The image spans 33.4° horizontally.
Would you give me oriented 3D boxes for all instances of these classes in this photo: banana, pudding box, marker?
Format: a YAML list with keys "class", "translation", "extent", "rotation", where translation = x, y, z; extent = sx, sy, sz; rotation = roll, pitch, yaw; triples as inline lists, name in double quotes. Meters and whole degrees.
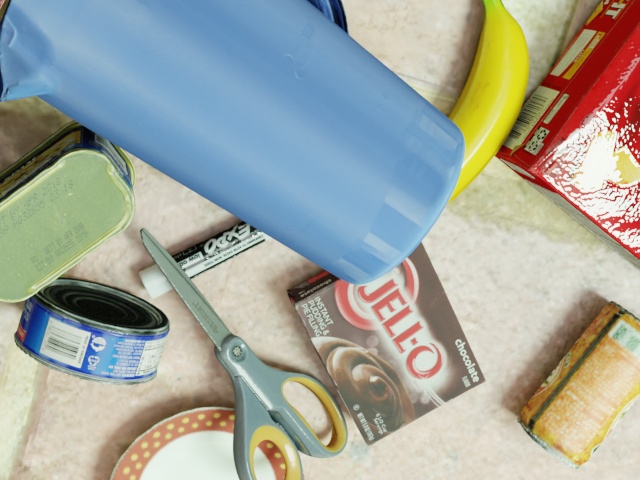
- class: "banana"
  translation: [0.074, -0.063, 0.665]
  extent: [0.069, 0.037, 0.198]
  rotation: [34, 94, 6]
- class: "pudding box"
  translation: [0.042, 0.061, 0.688]
  extent: [0.090, 0.039, 0.113]
  rotation: [-28, 109, -4]
- class: "marker"
  translation: [-0.054, 0.001, 0.662]
  extent: [0.121, 0.020, 0.020]
  rotation: [-27, 108, -4]

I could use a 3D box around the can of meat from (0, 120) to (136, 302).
- class: "can of meat"
  translation: [-0.153, -0.017, 0.602]
  extent: [0.102, 0.084, 0.057]
  rotation: [-36, 109, -1]

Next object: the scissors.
- class: "scissors"
  translation: [-0.057, 0.089, 0.654]
  extent: [0.201, 0.016, 0.096]
  rotation: [42, 58, -29]

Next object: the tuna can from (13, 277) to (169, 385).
- class: "tuna can"
  translation: [-0.132, 0.052, 0.624]
  extent: [0.086, 0.086, 0.034]
  rotation: [16, 100, -16]

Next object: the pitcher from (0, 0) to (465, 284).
- class: "pitcher"
  translation: [-0.041, -0.090, 0.577]
  extent: [0.242, 0.145, 0.149]
  rotation: [34, 103, -14]
